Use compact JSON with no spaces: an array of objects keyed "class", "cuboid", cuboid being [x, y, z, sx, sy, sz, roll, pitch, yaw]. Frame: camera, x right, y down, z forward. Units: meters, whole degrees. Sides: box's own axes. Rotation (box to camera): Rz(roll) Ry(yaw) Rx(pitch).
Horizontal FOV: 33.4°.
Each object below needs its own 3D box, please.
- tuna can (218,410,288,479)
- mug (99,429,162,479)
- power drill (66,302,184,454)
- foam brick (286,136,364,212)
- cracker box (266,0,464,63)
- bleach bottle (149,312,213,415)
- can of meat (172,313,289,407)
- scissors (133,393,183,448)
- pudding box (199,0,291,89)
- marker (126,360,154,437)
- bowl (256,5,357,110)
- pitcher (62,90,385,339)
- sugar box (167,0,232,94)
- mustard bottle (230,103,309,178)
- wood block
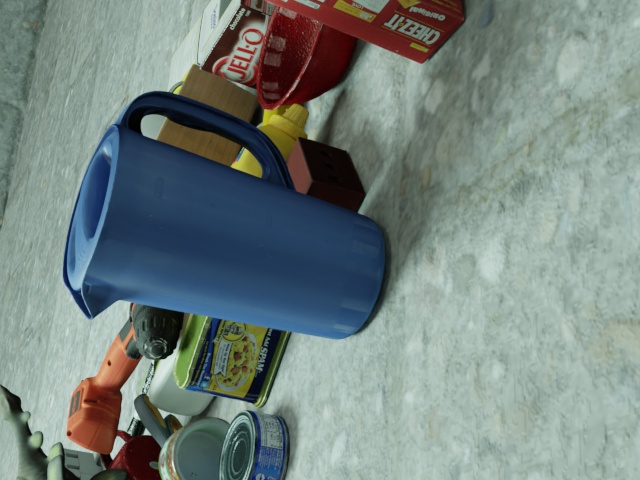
[{"class":"tuna can","cuboid":[-0.062,0.198,0.971,0.086,0.033,0.086,-46,36,49]},{"class":"mug","cuboid":[-0.202,0.258,1.168,0.117,0.093,0.082,51,123,27]},{"class":"power drill","cuboid":[-0.197,0.126,1.103,0.188,0.057,0.184,-58,16,15]},{"class":"foam brick","cuboid":[-0.001,-0.048,0.962,0.051,0.053,0.078,-62,27,28]},{"class":"cracker box","cuboid":[0.029,-0.269,0.891,0.072,0.164,0.213,-44,37,46]},{"class":"bleach bottle","cuboid":[-0.154,0.075,1.223,0.103,0.068,0.251,-58,26,29]},{"class":"can of meat","cuboid":[-0.085,0.101,1.021,0.102,0.083,0.057,-71,23,10]},{"class":"scissors","cuboid":[-0.158,0.219,1.101,0.016,0.096,0.202,-39,17,1]},{"class":"pudding box","cuboid":[-0.071,-0.220,1.181,0.114,0.090,0.039,-50,33,44]},{"class":"marker","cuboid":[-0.218,0.195,1.344,0.121,0.020,0.020,-69,24,13]},{"class":"bowl","cuboid":[-0.007,-0.200,1.066,0.162,0.055,0.162,-46,36,48]},{"class":"pitcher","cuboid":[-0.073,-0.007,0.857,0.149,0.242,0.145,-62,26,27]},{"class":"sugar box","cuboid":[-0.155,-0.258,1.454,0.177,0.048,0.093,-36,44,51]},{"class":"mustard bottle","cuboid":[-0.069,-0.049,1.025,0.191,0.058,0.096,-57,-6,-6]},{"class":"wood block","cuboid":[-0.147,-0.094,1.205,0.091,0.090,0.206,-53,15,41]}]
